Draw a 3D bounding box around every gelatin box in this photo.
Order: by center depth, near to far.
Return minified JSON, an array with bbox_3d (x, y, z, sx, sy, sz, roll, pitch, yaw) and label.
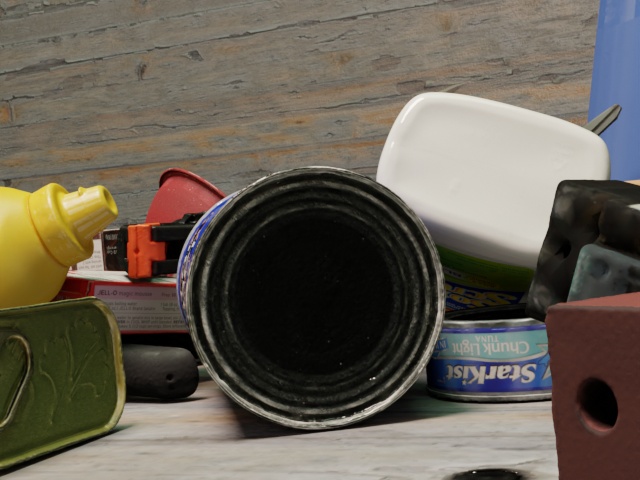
[{"bbox_3d":[-0.112,0.034,0.583,0.073,0.030,0.089,5,1,44],"label":"gelatin box"}]

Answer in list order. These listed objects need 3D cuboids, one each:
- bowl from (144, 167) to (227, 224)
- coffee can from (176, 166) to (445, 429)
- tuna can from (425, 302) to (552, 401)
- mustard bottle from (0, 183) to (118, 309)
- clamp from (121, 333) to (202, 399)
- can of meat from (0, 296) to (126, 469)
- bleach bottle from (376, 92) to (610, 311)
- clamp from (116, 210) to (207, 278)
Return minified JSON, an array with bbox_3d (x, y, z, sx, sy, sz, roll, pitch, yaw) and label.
[{"bbox_3d":[-0.097,0.020,0.890,0.055,0.162,0.162,-43,18,-24],"label":"bowl"},{"bbox_3d":[-0.012,0.022,0.479,0.102,0.103,0.140,-5,1,-9],"label":"coffee can"},{"bbox_3d":[0.089,0.048,0.478,0.086,0.034,0.086,-5,1,0],"label":"tuna can"},{"bbox_3d":[-0.188,0.022,0.527,0.191,0.058,0.096,-25,27,6],"label":"mustard bottle"},{"bbox_3d":[-0.156,0.066,0.584,0.210,0.036,0.165,-1,-1,-8],"label":"clamp"},{"bbox_3d":[-0.142,0.057,0.428,0.084,0.057,0.102,-7,-1,22],"label":"can of meat"},{"bbox_3d":[0.088,0.010,0.574,0.103,0.068,0.251,19,-16,14],"label":"bleach bottle"},{"bbox_3d":[-0.054,0.001,0.613,0.120,0.039,0.171,-7,4,11],"label":"clamp"}]
